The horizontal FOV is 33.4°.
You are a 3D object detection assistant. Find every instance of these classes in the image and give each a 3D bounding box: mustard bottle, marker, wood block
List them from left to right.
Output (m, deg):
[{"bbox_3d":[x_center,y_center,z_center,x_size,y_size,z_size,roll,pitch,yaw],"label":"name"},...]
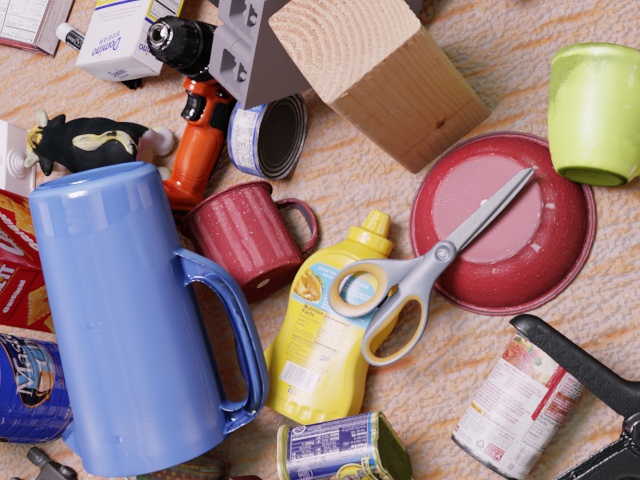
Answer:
[{"bbox_3d":[-0.227,-0.189,1.097,0.121,0.020,0.020,36,93,25],"label":"marker"},{"bbox_3d":[0.016,0.064,0.918,0.096,0.058,0.191,22,88,27],"label":"mustard bottle"},{"bbox_3d":[0.054,-0.137,0.864,0.091,0.205,0.090,-38,67,11],"label":"wood block"}]

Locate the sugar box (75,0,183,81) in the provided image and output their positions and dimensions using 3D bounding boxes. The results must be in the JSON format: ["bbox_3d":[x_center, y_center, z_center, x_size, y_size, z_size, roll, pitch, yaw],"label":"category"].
[{"bbox_3d":[-0.173,-0.244,1.049,0.094,0.048,0.176,3,73,44],"label":"sugar box"}]

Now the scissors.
[{"bbox_3d":[0.079,0.006,0.861,0.096,0.016,0.202,32,98,13],"label":"scissors"}]

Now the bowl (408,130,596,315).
[{"bbox_3d":[0.143,-0.021,0.885,0.162,0.055,0.162,-5,77,21],"label":"bowl"}]

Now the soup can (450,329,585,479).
[{"bbox_3d":[0.157,0.130,0.839,0.069,0.068,0.102,33,93,25],"label":"soup can"}]

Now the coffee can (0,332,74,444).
[{"bbox_3d":[-0.302,0.136,0.990,0.103,0.140,0.103,-5,77,22],"label":"coffee can"}]

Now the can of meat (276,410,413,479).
[{"bbox_3d":[0.023,0.184,0.865,0.084,0.102,0.057,-14,48,16],"label":"can of meat"}]

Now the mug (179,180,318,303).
[{"bbox_3d":[-0.056,0.001,0.954,0.117,0.093,0.081,-22,72,-22],"label":"mug"}]

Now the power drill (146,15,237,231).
[{"bbox_3d":[-0.120,-0.102,0.954,0.057,0.184,0.188,32,101,25],"label":"power drill"}]

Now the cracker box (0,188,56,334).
[{"bbox_3d":[-0.288,0.009,0.971,0.164,0.213,0.072,39,95,25],"label":"cracker box"}]

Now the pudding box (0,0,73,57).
[{"bbox_3d":[-0.310,-0.259,1.137,0.090,0.039,0.113,17,87,24],"label":"pudding box"}]

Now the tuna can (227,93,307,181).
[{"bbox_3d":[-0.048,-0.099,0.965,0.034,0.086,0.086,16,85,26],"label":"tuna can"}]

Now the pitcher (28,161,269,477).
[{"bbox_3d":[-0.150,0.060,0.884,0.145,0.149,0.243,5,110,57],"label":"pitcher"}]
